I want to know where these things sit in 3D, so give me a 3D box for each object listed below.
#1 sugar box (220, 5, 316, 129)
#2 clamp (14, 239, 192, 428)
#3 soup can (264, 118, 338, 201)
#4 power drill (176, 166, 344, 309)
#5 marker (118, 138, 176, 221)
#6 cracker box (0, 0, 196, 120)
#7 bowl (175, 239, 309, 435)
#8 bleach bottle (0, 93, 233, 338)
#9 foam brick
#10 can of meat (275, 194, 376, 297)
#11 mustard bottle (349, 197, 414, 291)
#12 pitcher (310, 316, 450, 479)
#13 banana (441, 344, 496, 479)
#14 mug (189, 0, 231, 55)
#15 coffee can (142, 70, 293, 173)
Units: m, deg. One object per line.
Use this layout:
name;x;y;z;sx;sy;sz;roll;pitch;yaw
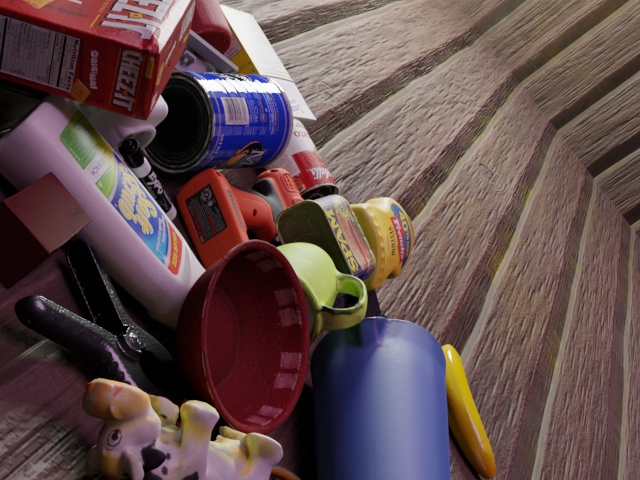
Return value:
sugar box;-0.082;-0.219;1.391;0.093;0.048;0.176;-2;62;-63
clamp;-0.159;0.076;0.835;0.171;0.039;0.120;50;27;-22
soup can;-0.030;-0.086;1.267;0.068;0.069;0.102;12;45;-57
power drill;-0.057;0.001;1.111;0.187;0.057;0.184;9;51;-60
marker;-0.158;-0.055;0.976;0.121;0.020;0.020;70;-2;-58
cracker box;-0.225;-0.194;0.904;0.213;0.072;0.164;16;33;-4
bowl;-0.072;0.081;0.888;0.161;0.055;0.162;9;79;-59
bleach bottle;-0.166;-0.010;0.917;0.250;0.068;0.102;48;21;-17
foam brick;-0.223;-0.009;0.819;0.053;0.051;0.078;51;23;-7
can of meat;0.008;0.006;1.095;0.102;0.058;0.083;65;23;1
mustard bottle;0.069;-0.001;1.243;0.191;0.058;0.096;-19;101;-70
pitcher;0.058;0.202;0.964;0.149;0.145;0.243;30;33;-21
banana;0.170;0.192;1.284;0.069;0.037;0.198;37;28;-35
mug;-0.161;-0.257;1.244;0.117;0.093;0.081;6;55;-54
coffee can;-0.108;-0.124;1.111;0.140;0.103;0.103;-10;65;-57
